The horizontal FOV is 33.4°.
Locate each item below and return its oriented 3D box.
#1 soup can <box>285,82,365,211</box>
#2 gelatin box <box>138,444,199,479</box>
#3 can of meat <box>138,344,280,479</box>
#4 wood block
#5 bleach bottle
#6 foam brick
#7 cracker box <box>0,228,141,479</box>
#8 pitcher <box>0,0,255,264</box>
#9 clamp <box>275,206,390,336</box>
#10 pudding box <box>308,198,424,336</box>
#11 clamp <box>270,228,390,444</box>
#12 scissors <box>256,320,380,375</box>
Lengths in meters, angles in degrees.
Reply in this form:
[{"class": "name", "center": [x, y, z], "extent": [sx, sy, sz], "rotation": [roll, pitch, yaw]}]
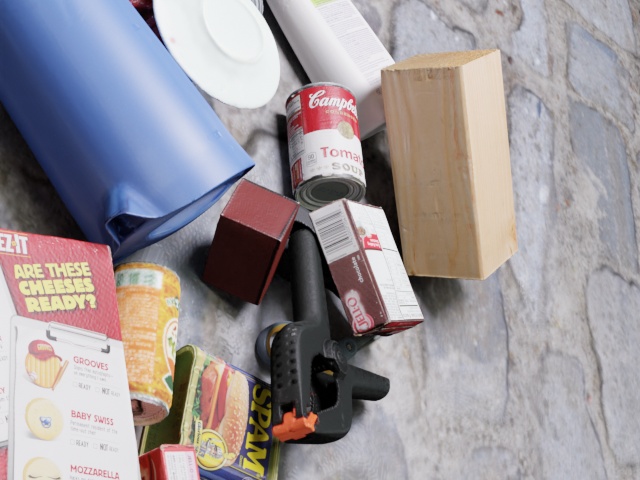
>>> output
[{"class": "soup can", "center": [0.004, -0.086, 0.992], "extent": [0.068, 0.069, 0.102], "rotation": [20, 53, -41]}, {"class": "gelatin box", "center": [-0.107, 0.183, 0.684], "extent": [0.030, 0.073, 0.089], "rotation": [9, 61, -45]}, {"class": "can of meat", "center": [-0.077, 0.135, 0.765], "extent": [0.083, 0.058, 0.102], "rotation": [32, 46, -30]}, {"class": "wood block", "center": [0.127, -0.075, 1.043], "extent": [0.090, 0.090, 0.206], "rotation": [-32, 119, -53]}, {"class": "bleach bottle", "center": [0.002, -0.224, 1.084], "extent": [0.251, 0.068, 0.102], "rotation": [58, 36, 1]}, {"class": "foam brick", "center": [-0.056, 0.001, 0.847], "extent": [0.051, 0.078, 0.053], "rotation": [23, 42, 2]}, {"class": "cracker box", "center": [-0.196, 0.102, 0.636], "extent": [0.163, 0.072, 0.214], "rotation": [11, 58, -46]}, {"class": "pitcher", "center": [-0.163, -0.113, 0.776], "extent": [0.144, 0.149, 0.243], "rotation": [-35, 92, -22]}, {"class": "clamp", "center": [0.004, 0.007, 0.957], "extent": [0.171, 0.039, 0.120], "rotation": [32, 33, -29]}, {"class": "pudding box", "center": [0.040, 0.024, 0.901], "extent": [0.090, 0.039, 0.113], "rotation": [10, 60, -66]}, {"class": "clamp", "center": [-0.004, 0.085, 0.824], "extent": [0.164, 0.036, 0.209], "rotation": [65, 19, -7]}, {"class": "scissors", "center": [0.007, 0.083, 0.929], "extent": [0.096, 0.016, 0.201], "rotation": [53, 37, -10]}]
